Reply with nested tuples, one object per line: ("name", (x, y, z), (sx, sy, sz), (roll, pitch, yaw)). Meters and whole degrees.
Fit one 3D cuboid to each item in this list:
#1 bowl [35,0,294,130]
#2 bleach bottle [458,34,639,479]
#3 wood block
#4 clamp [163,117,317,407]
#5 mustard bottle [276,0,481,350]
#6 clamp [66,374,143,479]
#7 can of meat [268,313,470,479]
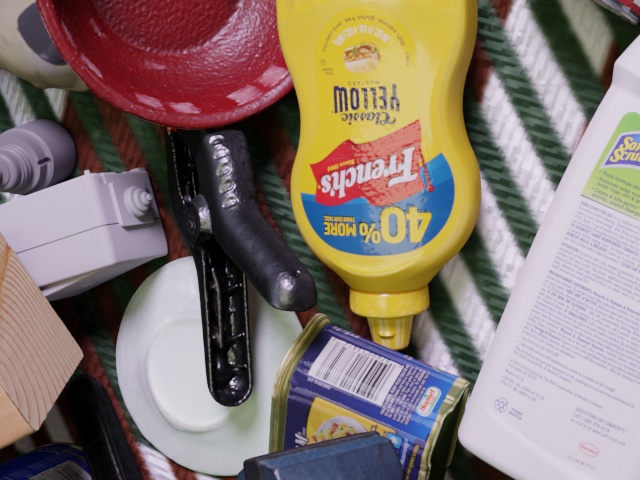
("bowl", (-0.071, -0.140, 0.550), (0.055, 0.161, 0.162), (-155, 70, -64))
("bleach bottle", (0.155, -0.001, 0.489), (0.103, 0.068, 0.251), (26, 102, 19))
("wood block", (-0.247, 0.089, 0.572), (0.206, 0.090, 0.090), (-27, 105, 12))
("clamp", (-0.054, 0.001, 0.571), (0.120, 0.039, 0.171), (-59, 41, 40))
("mustard bottle", (0.031, -0.039, 0.534), (0.096, 0.058, 0.192), (1, 103, 19))
("clamp", (-0.106, 0.182, 0.580), (0.036, 0.164, 0.210), (-40, 89, 24))
("can of meat", (0.023, 0.097, 0.542), (0.084, 0.057, 0.102), (21, 134, 18))
